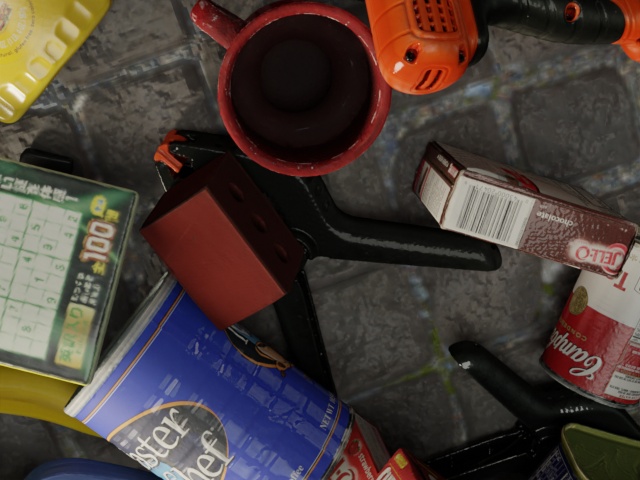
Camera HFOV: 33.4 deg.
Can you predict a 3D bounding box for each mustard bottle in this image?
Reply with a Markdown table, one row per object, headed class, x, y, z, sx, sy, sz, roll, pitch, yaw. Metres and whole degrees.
| class | x | y | z | sx | sy | sz | roll | pitch | yaw |
| --- | --- | --- | --- | --- | --- | --- | --- | --- | --- |
| mustard bottle | -0.212 | -0.157 | 0.569 | 0.191 | 0.058 | 0.096 | 40 | 100 | -16 |

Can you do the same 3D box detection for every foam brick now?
| class | x | y | z | sx | sy | sz | roll | pitch | yaw |
| --- | --- | --- | --- | --- | --- | --- | --- | --- | --- |
| foam brick | -0.054 | 0.001 | 0.603 | 0.051 | 0.053 | 0.078 | -30 | 108 | 22 |

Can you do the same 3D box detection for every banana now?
| class | x | y | z | sx | sy | sz | roll | pitch | yaw |
| --- | --- | --- | --- | --- | --- | --- | --- | --- | --- |
| banana | -0.194 | 0.091 | 0.633 | 0.197 | 0.070 | 0.037 | 15 | 101 | -36 |

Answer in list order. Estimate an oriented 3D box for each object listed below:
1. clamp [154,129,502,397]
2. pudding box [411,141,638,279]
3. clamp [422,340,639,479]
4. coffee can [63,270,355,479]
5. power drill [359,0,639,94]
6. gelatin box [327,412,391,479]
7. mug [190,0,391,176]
| class | x | y | z | sx | sy | sz | roll | pitch | yaw |
| --- | --- | --- | --- | --- | --- | --- | --- | --- | --- |
| clamp | -0.006 | 0.000 | 0.648 | 0.165 | 0.036 | 0.210 | -39 | 106 | 19 |
| pudding box | 0.118 | -0.020 | 0.633 | 0.113 | 0.090 | 0.039 | 18 | 103 | -11 |
| clamp | 0.144 | 0.120 | 0.706 | 0.171 | 0.039 | 0.120 | 0 | 124 | -12 |
| coffee can | -0.065 | 0.100 | 0.636 | 0.140 | 0.103 | 0.103 | 38 | 101 | -7 |
| power drill | 0.103 | -0.162 | 0.575 | 0.187 | 0.057 | 0.184 | -2 | 68 | -16 |
| gelatin box | 0.012 | 0.159 | 0.681 | 0.030 | 0.089 | 0.073 | 39 | 100 | -24 |
| mug | -0.022 | -0.097 | 0.597 | 0.117 | 0.081 | 0.093 | 31 | 103 | -15 |
